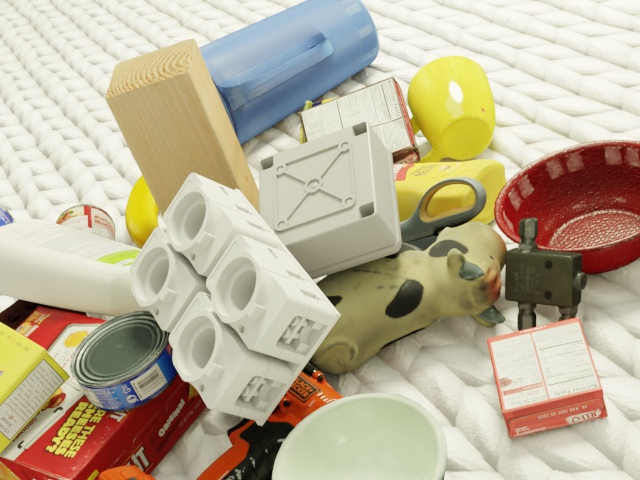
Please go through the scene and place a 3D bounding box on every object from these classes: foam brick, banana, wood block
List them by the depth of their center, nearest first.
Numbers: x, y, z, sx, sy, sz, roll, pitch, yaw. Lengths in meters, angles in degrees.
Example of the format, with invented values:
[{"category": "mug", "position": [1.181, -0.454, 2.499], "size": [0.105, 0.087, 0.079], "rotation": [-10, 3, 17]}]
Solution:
[{"category": "foam brick", "position": [-0.282, 0.084, 1.083], "size": [0.078, 0.051, 0.053], "rotation": [-39, 35, -26]}, {"category": "wood block", "position": [-0.135, -0.090, 1.107], "size": [0.091, 0.206, 0.090], "rotation": [-17, 31, 9]}, {"category": "banana", "position": [-0.192, -0.046, 1.239], "size": [0.070, 0.037, 0.197], "rotation": [-12, 33, 19]}]

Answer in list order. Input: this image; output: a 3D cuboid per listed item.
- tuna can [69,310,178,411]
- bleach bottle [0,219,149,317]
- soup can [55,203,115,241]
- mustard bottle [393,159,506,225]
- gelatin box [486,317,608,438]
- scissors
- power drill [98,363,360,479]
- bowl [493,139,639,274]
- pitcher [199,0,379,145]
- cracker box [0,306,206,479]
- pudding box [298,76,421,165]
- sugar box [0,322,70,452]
[{"category": "tuna can", "position": [-0.156, 0.098, 0.865], "size": [0.086, 0.033, 0.086], "rotation": [-15, 34, 10]}, {"category": "bleach bottle", "position": [-0.204, 0.037, 1.005], "size": [0.251, 0.068, 0.102], "rotation": [12, 21, 30]}, {"category": "soup can", "position": [-0.255, 0.013, 1.160], "size": [0.068, 0.068, 0.102], "rotation": [-22, 31, 0]}, {"category": "mustard bottle", "position": [0.079, -0.046, 1.044], "size": [0.192, 0.058, 0.096], "rotation": [1, 24, 36]}, {"category": "gelatin box", "position": [0.167, 0.101, 0.792], "size": [0.073, 0.030, 0.089], "rotation": [-15, 32, 10]}, {"category": "scissors", "position": [0.084, 0.009, 0.985], "size": [0.016, 0.096, 0.202], "rotation": [-19, -11, -45]}, {"category": "power drill", "position": [-0.075, 0.158, 0.832], "size": [0.187, 0.057, 0.185], "rotation": [-36, 33, -20]}, {"category": "bowl", "position": [0.233, -0.020, 0.912], "size": [0.162, 0.055, 0.162], "rotation": [-16, 32, 10]}, {"category": "pitcher", "position": [-0.044, -0.220, 1.327], "size": [0.242, 0.145, 0.149], "rotation": [-32, 59, -20]}, {"category": "cracker box", "position": [-0.220, 0.147, 0.929], "size": [0.214, 0.072, 0.164], "rotation": [7, 43, 38]}, {"category": "pudding box", "position": [0.040, -0.110, 1.118], "size": [0.113, 0.039, 0.090], "rotation": [-18, 63, 13]}, {"category": "sugar box", "position": [-0.296, 0.151, 0.866], "size": [0.093, 0.048, 0.176], "rotation": [18, 57, 44]}]
